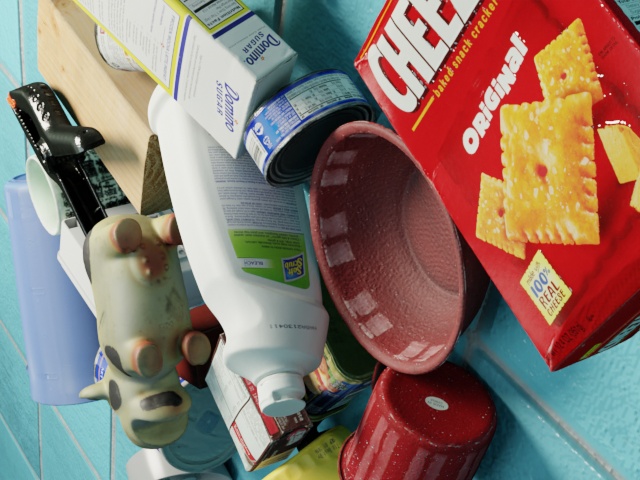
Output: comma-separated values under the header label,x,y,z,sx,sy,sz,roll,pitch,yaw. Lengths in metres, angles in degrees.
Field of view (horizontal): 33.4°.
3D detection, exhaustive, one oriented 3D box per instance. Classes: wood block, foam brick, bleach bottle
label,x,y,z,sx,sy,sz,roll,pitch,yaw
wood block,-0.159,-0.128,0.916,0.206,0.090,0.090,50,143,31
foam brick,-0.090,0.087,0.933,0.051,0.078,0.053,20,123,51
bleach bottle,-0.055,0.001,0.743,0.068,0.102,0.251,124,141,-52

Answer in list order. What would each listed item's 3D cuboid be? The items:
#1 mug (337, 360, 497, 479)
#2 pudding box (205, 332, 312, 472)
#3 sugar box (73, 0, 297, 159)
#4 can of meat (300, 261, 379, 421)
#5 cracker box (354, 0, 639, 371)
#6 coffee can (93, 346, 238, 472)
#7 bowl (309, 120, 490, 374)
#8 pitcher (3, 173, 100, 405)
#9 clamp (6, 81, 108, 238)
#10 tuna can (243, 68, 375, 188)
label,x,y,z,sx,sy,sz,roll,pitch,yaw
mug,0.063,0.123,0.709,0.117,0.093,0.082,-111,29,-45
pudding box,-0.050,0.121,0.814,0.090,0.039,0.114,63,157,17
sugar box,-0.096,-0.146,0.722,0.176,0.048,0.093,43,151,10
can of meat,0.001,0.074,0.803,0.102,0.057,0.084,63,146,15
cracker box,0.117,-0.067,0.529,0.214,0.072,0.164,59,146,21
coffee can,-0.140,0.143,1.018,0.140,0.102,0.103,29,129,49
bowl,0.058,0.000,0.670,0.162,0.055,0.162,34,132,49
pitcher,-0.254,0.045,1.141,0.145,0.149,0.243,-154,54,-69
clamp,-0.223,-0.068,0.937,0.210,0.036,0.164,44,149,43
tuna can,-0.008,-0.074,0.707,0.034,0.086,0.086,57,146,18
